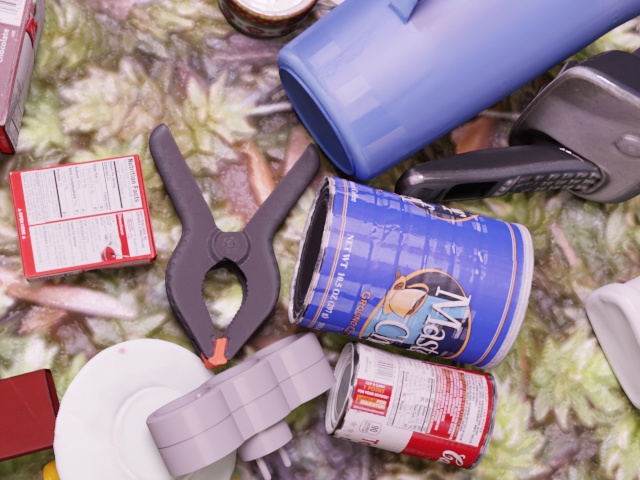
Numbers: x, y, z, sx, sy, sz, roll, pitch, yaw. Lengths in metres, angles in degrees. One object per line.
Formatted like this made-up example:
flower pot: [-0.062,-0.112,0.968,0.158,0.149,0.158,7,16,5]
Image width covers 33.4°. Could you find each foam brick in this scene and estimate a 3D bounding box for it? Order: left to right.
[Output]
foam brick: [-0.207,0.116,0.686,0.078,0.053,0.051,-13,86,-11]

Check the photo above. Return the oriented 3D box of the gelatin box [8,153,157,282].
gelatin box: [-0.160,-0.015,0.723,0.089,0.030,0.073,-9,83,-12]

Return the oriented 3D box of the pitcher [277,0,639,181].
pitcher: [0.093,-0.153,0.725,0.242,0.145,0.149,-35,113,-6]

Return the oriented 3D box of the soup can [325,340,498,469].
soup can: [0.061,0.112,0.728,0.102,0.068,0.068,15,80,-8]

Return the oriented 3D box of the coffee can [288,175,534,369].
coffee can: [0.059,0.022,0.722,0.140,0.103,0.103,14,80,-8]

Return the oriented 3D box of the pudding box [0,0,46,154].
pudding box: [-0.209,-0.120,0.697,0.039,0.090,0.113,13,80,-11]

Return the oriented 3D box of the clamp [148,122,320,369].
clamp: [-0.055,0.001,0.737,0.120,0.039,0.171,-3,81,-6]
